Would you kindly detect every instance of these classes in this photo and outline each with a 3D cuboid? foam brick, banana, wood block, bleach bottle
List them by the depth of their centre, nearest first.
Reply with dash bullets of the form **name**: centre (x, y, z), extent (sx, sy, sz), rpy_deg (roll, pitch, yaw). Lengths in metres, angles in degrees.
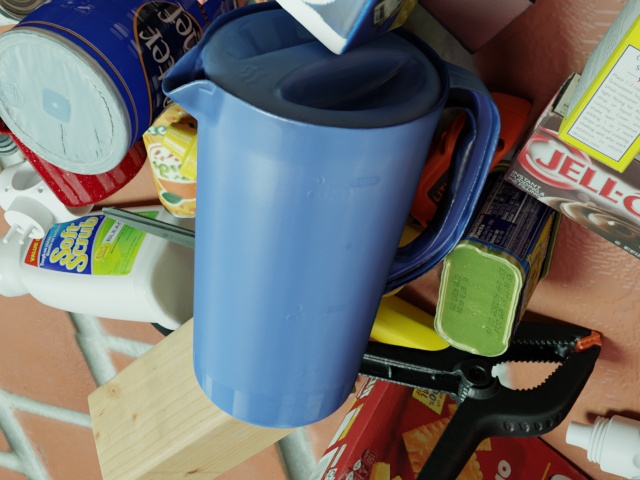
- **foam brick**: centre (0.080, -0.154, 0.585), extent (0.078, 0.053, 0.051), rpy_deg (41, 140, -9)
- **banana**: centre (0.039, 0.056, 0.802), extent (0.197, 0.070, 0.037), rpy_deg (27, 100, -22)
- **wood block**: centre (-0.083, 0.122, 0.841), extent (0.090, 0.090, 0.206), rpy_deg (13, 140, -45)
- **bleach bottle**: centre (-0.204, 0.023, 0.908), extent (0.251, 0.102, 0.068), rpy_deg (-2, 141, 35)

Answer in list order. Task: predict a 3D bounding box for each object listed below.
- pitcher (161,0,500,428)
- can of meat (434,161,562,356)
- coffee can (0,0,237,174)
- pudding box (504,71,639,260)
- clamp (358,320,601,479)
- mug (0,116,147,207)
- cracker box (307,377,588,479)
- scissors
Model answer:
- **pitcher**: centre (-0.003, -0.006, 0.628), extent (0.149, 0.144, 0.243), rpy_deg (27, 132, 20)
- **can of meat**: centre (0.116, 0.015, 0.700), extent (0.057, 0.083, 0.102), rpy_deg (19, 138, 17)
- **coffee can**: centre (-0.130, -0.124, 0.686), extent (0.103, 0.140, 0.103), rpy_deg (19, 137, 18)
- **pudding box**: centre (0.173, -0.039, 0.626), extent (0.113, 0.039, 0.090), rpy_deg (30, 159, 4)
- **clamp**: centre (0.097, 0.098, 0.741), extent (0.165, 0.209, 0.036), rpy_deg (53, 153, 35)
- **mug**: centre (-0.173, -0.085, 0.806), extent (0.117, 0.093, 0.081), rpy_deg (-25, 124, 8)
- **cracker box**: centre (0.106, 0.205, 0.832), extent (0.213, 0.164, 0.072), rpy_deg (39, 142, -5)
- **scissors**: centre (-0.055, 0.001, 0.806), extent (0.201, 0.016, 0.096), rpy_deg (30, 133, -28)
